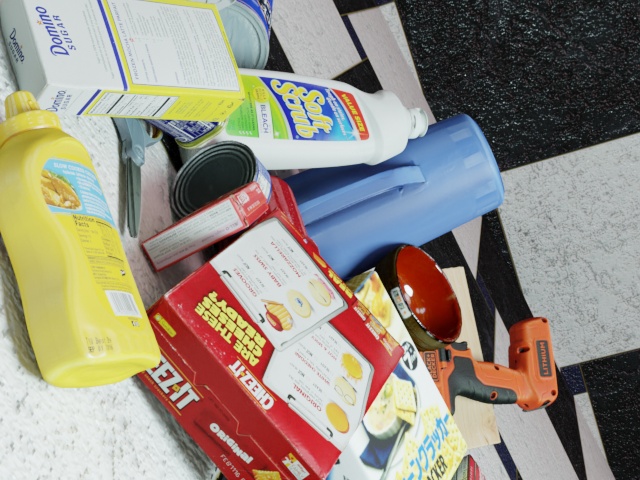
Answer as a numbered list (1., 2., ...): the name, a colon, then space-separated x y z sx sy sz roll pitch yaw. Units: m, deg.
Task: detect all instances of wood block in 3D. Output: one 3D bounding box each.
1. wood block: 0.128 0.143 1.240 0.090 0.090 0.206 -6 79 -27

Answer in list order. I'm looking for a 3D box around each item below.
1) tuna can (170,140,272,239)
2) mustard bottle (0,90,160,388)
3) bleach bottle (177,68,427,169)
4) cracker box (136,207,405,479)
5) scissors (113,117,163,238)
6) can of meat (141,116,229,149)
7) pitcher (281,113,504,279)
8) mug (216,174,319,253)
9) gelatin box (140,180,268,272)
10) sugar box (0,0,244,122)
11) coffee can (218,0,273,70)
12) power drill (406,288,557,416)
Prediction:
1. tuna can: -0.086 -0.043 0.931 0.033 0.086 0.086 51 21 -48
2. mustard bottle: -0.161 -0.006 0.663 0.096 0.058 0.192 18 49 -69
3. bleach bottle: -0.013 -0.120 1.033 0.068 0.250 0.102 138 -56 -60
4. cracker box: -0.038 0.082 0.804 0.164 0.072 0.213 49 27 -1
5. scissors: -0.163 -0.087 0.871 0.096 0.016 0.201 56 17 -26
6. can of meat: -0.132 -0.140 0.918 0.083 0.057 0.102 29 37 -60
7. pitcher: 0.065 -0.043 1.128 0.149 0.243 0.145 -110 176 -56
8. mug: -0.056 0.001 0.984 0.117 0.093 0.081 96 -20 -50
9. gelatin box: -0.091 -0.013 0.855 0.030 0.089 0.073 61 16 -5
10. sugar box: -0.147 -0.140 0.808 0.175 0.048 0.093 -3 66 -40
11. coffee can: -0.103 -0.231 1.136 0.102 0.103 0.140 58 16 -27
12. power drill: 0.166 0.119 1.182 0.057 0.187 0.184 145 -54 -62
